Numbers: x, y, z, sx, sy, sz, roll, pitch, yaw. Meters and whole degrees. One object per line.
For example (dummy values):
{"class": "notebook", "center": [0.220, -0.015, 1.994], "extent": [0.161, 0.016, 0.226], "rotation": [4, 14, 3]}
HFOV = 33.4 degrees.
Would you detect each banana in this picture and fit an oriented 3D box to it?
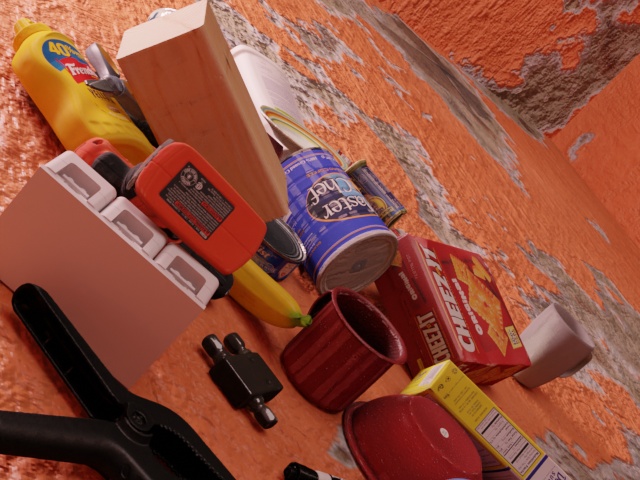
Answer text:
{"class": "banana", "center": [-0.080, 0.019, 0.994], "extent": [0.198, 0.070, 0.037], "rotation": [42, 57, 12]}

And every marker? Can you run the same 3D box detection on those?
{"class": "marker", "center": [0.015, 0.201, 0.863], "extent": [0.121, 0.020, 0.020], "rotation": [28, 24, -39]}

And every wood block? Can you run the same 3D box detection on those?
{"class": "wood block", "center": [-0.110, -0.115, 1.041], "extent": [0.091, 0.090, 0.206], "rotation": [-96, 165, -61]}

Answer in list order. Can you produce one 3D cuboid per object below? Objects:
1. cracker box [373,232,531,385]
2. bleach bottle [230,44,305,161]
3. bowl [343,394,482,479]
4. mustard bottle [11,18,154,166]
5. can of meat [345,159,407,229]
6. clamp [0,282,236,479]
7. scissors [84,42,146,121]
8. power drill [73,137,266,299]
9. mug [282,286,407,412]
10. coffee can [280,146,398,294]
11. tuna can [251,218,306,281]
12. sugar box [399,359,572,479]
{"class": "cracker box", "center": [0.157, 0.086, 1.272], "extent": [0.213, 0.072, 0.164], "rotation": [14, 49, -58]}
{"class": "bleach bottle", "center": [-0.064, -0.153, 1.399], "extent": [0.102, 0.068, 0.251], "rotation": [27, 27, -36]}
{"class": "bowl", "center": [0.098, 0.197, 0.989], "extent": [0.162, 0.055, 0.162], "rotation": [38, 19, -16]}
{"class": "mustard bottle", "center": [-0.239, -0.143, 1.014], "extent": [0.192, 0.058, 0.096], "rotation": [51, 18, 22]}
{"class": "can of meat", "center": [0.043, -0.034, 1.302], "extent": [0.084, 0.102, 0.057], "rotation": [49, 21, 7]}
{"class": "clamp", "center": [-0.134, 0.119, 0.700], "extent": [0.209, 0.036, 0.164], "rotation": [37, 20, -26]}
{"class": "scissors", "center": [-0.200, -0.153, 0.965], "extent": [0.096, 0.016, 0.201], "rotation": [53, 4, 9]}
{"class": "power drill", "center": [-0.116, -0.013, 0.870], "extent": [0.184, 0.057, 0.188], "rotation": [44, -19, -20]}
{"class": "mug", "center": [0.015, 0.096, 0.991], "extent": [0.093, 0.082, 0.117], "rotation": [28, 25, -40]}
{"class": "coffee can", "center": [0.007, -0.020, 1.193], "extent": [0.102, 0.103, 0.140], "rotation": [16, 33, -54]}
{"class": "tuna can", "center": [-0.057, 0.001, 1.119], "extent": [0.086, 0.034, 0.086], "rotation": [38, 19, -16]}
{"class": "sugar box", "center": [0.166, 0.200, 1.074], "extent": [0.176, 0.048, 0.093], "rotation": [42, -19, -1]}
